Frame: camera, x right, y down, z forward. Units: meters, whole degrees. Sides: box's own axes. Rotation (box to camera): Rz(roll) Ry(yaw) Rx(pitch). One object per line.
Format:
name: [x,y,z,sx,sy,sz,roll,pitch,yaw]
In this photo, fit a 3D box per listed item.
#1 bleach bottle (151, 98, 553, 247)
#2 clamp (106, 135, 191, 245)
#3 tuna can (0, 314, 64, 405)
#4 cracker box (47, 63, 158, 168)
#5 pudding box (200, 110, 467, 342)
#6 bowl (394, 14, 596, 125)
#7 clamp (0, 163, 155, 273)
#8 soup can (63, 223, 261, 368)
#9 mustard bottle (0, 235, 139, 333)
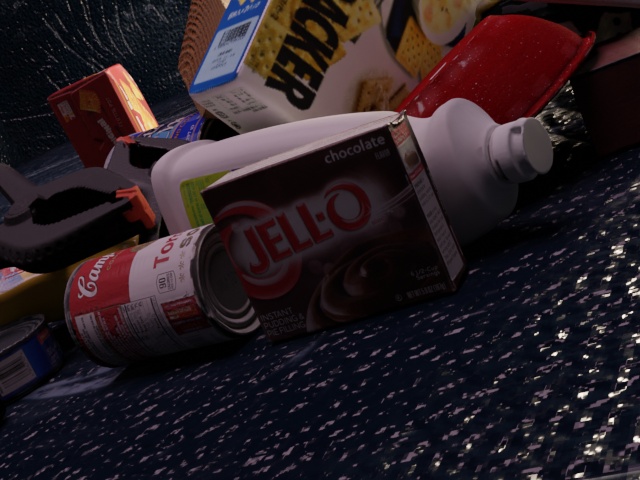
bleach bottle: [0.014,-0.033,0.609,0.251,0.102,0.067,-13,12,42]
clamp: [-0.096,-0.042,0.778,0.120,0.039,0.172,-15,34,-21]
tuna can: [-0.218,0.085,0.720,0.086,0.034,0.086,-24,13,6]
cracker box: [-0.206,-0.098,1.122,0.072,0.164,0.214,-27,13,-1]
pudding box: [0.007,-0.006,0.545,0.114,0.090,0.039,-18,14,24]
bowl: [0.091,-0.086,0.658,0.162,0.055,0.162,-46,5,5]
clamp: [-0.207,-0.004,0.739,0.210,0.036,0.164,-2,41,36]
soup can: [-0.089,0.033,0.619,0.102,0.068,0.068,-15,16,32]
mustard bottle: [-0.213,0.028,0.797,0.191,0.058,0.096,-12,33,6]
